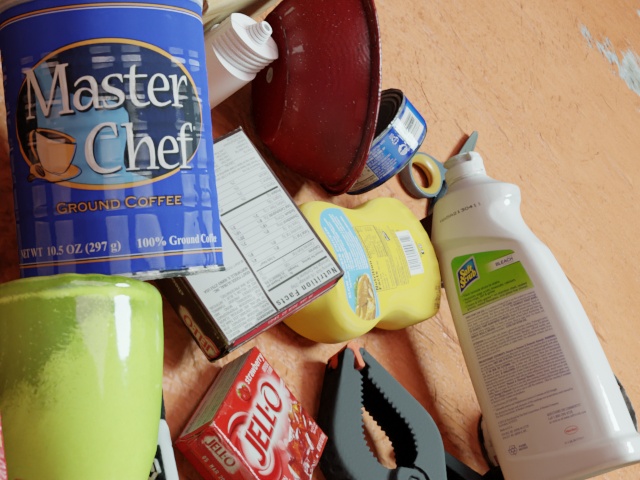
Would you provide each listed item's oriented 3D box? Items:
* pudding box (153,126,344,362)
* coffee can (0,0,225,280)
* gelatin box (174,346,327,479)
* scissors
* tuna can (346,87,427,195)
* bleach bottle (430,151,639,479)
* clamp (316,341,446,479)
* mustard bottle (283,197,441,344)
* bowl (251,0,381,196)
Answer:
[{"bbox_3d":[-0.054,0.001,0.619,0.089,0.039,0.113,-30,82,-31],"label":"pudding box"},{"bbox_3d":[-0.104,-0.050,0.533,0.102,0.103,0.140,-5,90,-56],"label":"coffee can"},{"bbox_3d":[-0.035,0.112,0.597,0.073,0.030,0.089,53,23,-10],"label":"gelatin box"},{"bbox_3d":[0.114,-0.075,0.992,0.096,0.016,0.201,44,34,-24],"label":"scissors"},{"bbox_3d":[0.039,-0.075,0.818,0.033,0.086,0.086,46,34,-23],"label":"tuna can"},{"bbox_3d":[0.146,0.050,0.773,0.068,0.103,0.251,22,49,-61],"label":"bleach bottle"},{"bbox_3d":[0.044,0.164,0.660,0.164,0.036,0.210,-11,67,-43],"label":"clamp"},{"bbox_3d":[0.011,0.021,0.723,0.191,0.058,0.096,-5,74,-57],"label":"mustard bottle"},{"bbox_3d":[-0.011,-0.112,0.750,0.055,0.162,0.162,0,59,-19],"label":"bowl"}]
